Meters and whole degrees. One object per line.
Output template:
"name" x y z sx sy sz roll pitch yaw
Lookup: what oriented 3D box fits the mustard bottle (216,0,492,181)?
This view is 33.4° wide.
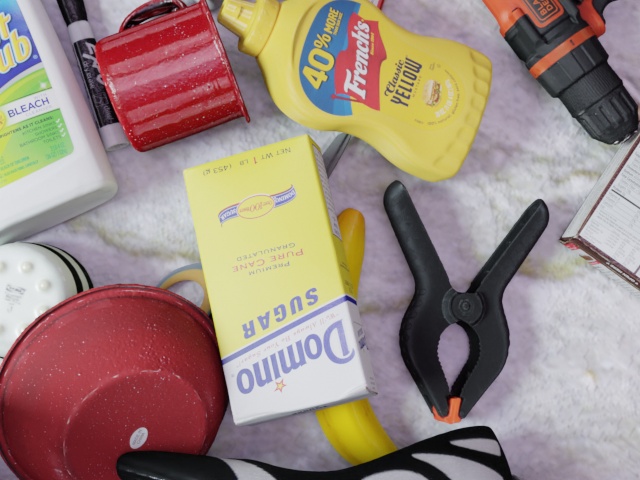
"mustard bottle" 0.020 -0.118 0.729 0.191 0.058 0.096 22 82 -16

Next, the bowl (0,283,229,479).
"bowl" -0.124 0.112 0.681 0.161 0.055 0.162 -9 113 -22

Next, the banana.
"banana" 0.019 0.078 0.745 0.069 0.037 0.198 -12 88 -35

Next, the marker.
"marker" -0.162 -0.123 0.756 0.020 0.020 0.121 -18 86 -6

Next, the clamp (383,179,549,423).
"clamp" 0.107 0.041 0.753 0.120 0.039 0.171 -2 89 -4

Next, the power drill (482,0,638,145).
"power drill" 0.219 -0.186 0.772 0.187 0.057 0.184 -36 88 -7

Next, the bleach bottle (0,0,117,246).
"bleach bottle" -0.232 -0.129 0.730 0.102 0.068 0.251 -25 85 -7

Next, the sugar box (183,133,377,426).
"sugar box" -0.028 0.027 0.709 0.093 0.048 0.176 -16 75 10

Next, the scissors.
"scissors" -0.055 0.001 0.754 0.096 0.016 0.202 19 83 -2

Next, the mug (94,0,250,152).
"mug" -0.105 -0.120 0.731 0.081 0.093 0.117 -21 62 -2
